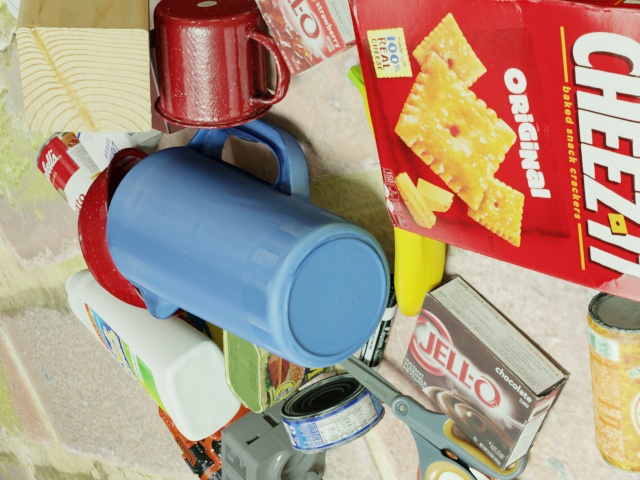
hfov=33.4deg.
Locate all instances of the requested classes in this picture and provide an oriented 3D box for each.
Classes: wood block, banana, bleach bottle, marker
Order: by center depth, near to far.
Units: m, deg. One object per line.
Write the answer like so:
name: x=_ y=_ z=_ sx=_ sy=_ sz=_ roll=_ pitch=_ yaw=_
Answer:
banana: x=0.062 y=-0.025 z=0.748 sx=0.070 sy=0.037 sz=0.198 roll=-130 pitch=26 yaw=-65
wood block: x=-0.175 y=-0.181 z=0.809 sx=0.091 sy=0.090 sz=0.206 roll=98 pitch=168 yaw=-45
marker: x=0.048 y=0.068 z=0.856 sx=0.020 sy=0.020 sz=0.121 roll=43 pitch=145 yaw=26
bleach bottle: x=-0.181 y=0.095 z=1.052 sx=0.251 sy=0.068 sz=0.102 roll=28 pitch=144 yaw=46

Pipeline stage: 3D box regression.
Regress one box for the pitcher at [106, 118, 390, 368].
pitcher: x=-0.055 y=0.001 z=0.835 sx=0.243 sy=0.144 sz=0.149 roll=23 pitch=140 yaw=51

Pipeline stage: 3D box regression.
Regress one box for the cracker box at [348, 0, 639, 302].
cracker box: x=0.119 y=-0.066 z=0.593 sx=0.214 sy=0.072 sz=0.164 roll=20 pitch=131 yaw=46

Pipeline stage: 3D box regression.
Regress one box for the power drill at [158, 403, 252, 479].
power drill: x=-0.106 y=0.212 z=1.156 sx=0.184 sy=0.057 sz=0.188 roll=49 pitch=147 yaw=18

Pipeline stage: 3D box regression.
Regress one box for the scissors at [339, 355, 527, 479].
scissors: x=0.068 y=0.153 z=0.841 sx=0.202 sy=0.016 sz=0.096 roll=18 pitch=95 yaw=35

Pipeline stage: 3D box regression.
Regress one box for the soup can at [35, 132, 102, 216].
soup can: x=-0.241 y=-0.063 z=1.117 sx=0.102 sy=0.068 sz=0.069 roll=47 pitch=146 yaw=20

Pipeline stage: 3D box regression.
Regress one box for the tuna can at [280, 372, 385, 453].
tuna can: x=0.010 y=0.145 z=0.909 sx=0.086 sy=0.086 sz=0.034 roll=-6 pitch=109 yaw=57

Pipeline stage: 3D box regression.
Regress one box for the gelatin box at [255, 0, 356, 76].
gelatin box: x=-0.011 y=-0.166 z=0.738 sx=0.073 sy=0.030 sz=0.089 roll=-15 pitch=102 yaw=58

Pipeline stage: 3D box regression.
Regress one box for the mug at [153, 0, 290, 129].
mug: x=-0.073 y=-0.137 z=0.802 sx=0.117 sy=0.093 sz=0.081 roll=20 pitch=127 yaw=30

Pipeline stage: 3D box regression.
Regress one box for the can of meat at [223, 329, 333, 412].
can of meat: x=-0.037 y=0.092 z=0.934 sx=0.058 sy=0.083 sz=0.102 roll=37 pitch=141 yaw=34

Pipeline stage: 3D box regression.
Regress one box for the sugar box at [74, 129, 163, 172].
sugar box: x=-0.228 y=-0.148 z=1.052 sx=0.176 sy=0.048 sz=0.093 roll=53 pitch=149 yaw=4

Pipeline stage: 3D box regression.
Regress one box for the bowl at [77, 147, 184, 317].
bowl: x=-0.177 y=-0.002 z=0.989 sx=0.055 sy=0.162 sz=0.162 roll=-15 pitch=106 yaw=17

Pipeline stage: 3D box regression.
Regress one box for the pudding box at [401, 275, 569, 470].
pudding box: x=0.114 y=0.094 z=0.762 sx=0.114 sy=0.039 sz=0.090 roll=42 pitch=144 yaw=27
